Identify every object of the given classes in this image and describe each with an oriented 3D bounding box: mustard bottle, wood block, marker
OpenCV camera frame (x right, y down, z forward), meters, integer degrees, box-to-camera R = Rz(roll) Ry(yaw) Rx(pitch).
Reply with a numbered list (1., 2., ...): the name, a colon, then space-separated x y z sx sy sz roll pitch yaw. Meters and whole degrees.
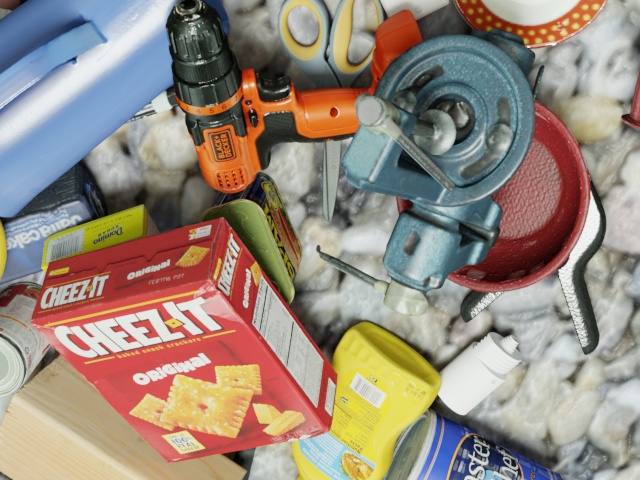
1. mustard bottle: 0.026 0.175 0.975 0.096 0.058 0.192 36 114 17
2. wood block: -0.187 0.207 0.978 0.206 0.090 0.091 32 119 5
3. marker: -0.157 -0.112 0.909 0.121 0.020 0.020 -15 109 13

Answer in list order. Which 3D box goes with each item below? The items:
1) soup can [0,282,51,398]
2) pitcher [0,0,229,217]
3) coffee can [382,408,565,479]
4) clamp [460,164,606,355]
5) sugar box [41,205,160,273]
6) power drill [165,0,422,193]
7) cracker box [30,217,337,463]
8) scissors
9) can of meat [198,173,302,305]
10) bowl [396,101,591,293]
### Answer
1. soup can: -0.279 0.089 0.959 0.068 0.102 0.068 2 112 6
2. pitcher: -0.196 -0.134 0.829 0.243 0.149 0.144 -35 139 10
3. coffee can: 0.135 0.227 0.962 0.140 0.102 0.103 27 112 -4
4. clamp: 0.202 0.016 0.903 0.120 0.039 0.172 21 113 0
5. sugar box: -0.158 0.055 0.924 0.093 0.048 0.176 -17 131 9
6. power drill: -0.016 -0.120 0.811 0.187 0.057 0.184 -10 143 -1
7. cracker box: -0.104 0.091 0.867 0.164 0.072 0.213 -14 134 21
8. scissors: -0.005 -0.119 0.889 0.096 0.016 0.202 20 113 1
9. can of meat: -0.056 0.001 0.906 0.057 0.084 0.102 -17 108 13
10. bowl: 0.144 -0.042 0.862 0.162 0.055 0.162 5 101 28
